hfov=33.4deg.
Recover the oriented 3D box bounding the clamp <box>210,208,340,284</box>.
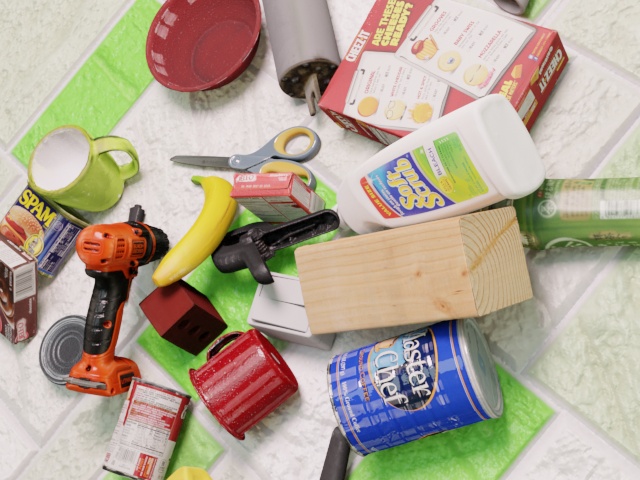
[{"bbox_3d":[-0.058,0.001,1.153,0.120,0.039,0.172,-31,21,-26],"label":"clamp"}]

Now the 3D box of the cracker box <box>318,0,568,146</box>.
[{"bbox_3d":[0.130,-0.169,1.141,0.214,0.072,0.164,25,82,32],"label":"cracker box"}]

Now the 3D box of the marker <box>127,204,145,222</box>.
[{"bbox_3d":[-0.229,0.014,1.270,0.020,0.020,0.121,0,70,26],"label":"marker"}]

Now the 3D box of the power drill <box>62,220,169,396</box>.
[{"bbox_3d":[-0.222,0.071,1.180,0.057,0.184,0.188,7,92,15],"label":"power drill"}]

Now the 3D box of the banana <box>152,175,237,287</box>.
[{"bbox_3d":[-0.131,-0.017,1.189,0.070,0.037,0.197,-20,30,23],"label":"banana"}]

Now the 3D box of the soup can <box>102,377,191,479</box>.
[{"bbox_3d":[-0.186,0.205,1.145,0.069,0.068,0.102,11,75,29],"label":"soup can"}]

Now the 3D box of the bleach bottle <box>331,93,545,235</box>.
[{"bbox_3d":[0.100,-0.054,1.068,0.251,0.067,0.102,-27,92,48],"label":"bleach bottle"}]

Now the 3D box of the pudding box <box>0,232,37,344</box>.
[{"bbox_3d":[-0.379,0.055,1.281,0.090,0.039,0.113,32,126,31],"label":"pudding box"}]

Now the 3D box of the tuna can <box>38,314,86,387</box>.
[{"bbox_3d":[-0.285,0.130,1.242,0.086,0.033,0.086,-9,66,22],"label":"tuna can"}]

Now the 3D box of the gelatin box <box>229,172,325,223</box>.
[{"bbox_3d":[-0.046,-0.046,1.165,0.073,0.089,0.030,0,70,26],"label":"gelatin box"}]

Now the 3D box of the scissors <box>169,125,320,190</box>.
[{"bbox_3d":[-0.082,-0.106,1.250,0.202,0.016,0.096,23,79,31],"label":"scissors"}]

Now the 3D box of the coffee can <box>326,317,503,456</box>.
[{"bbox_3d":[0.090,0.138,1.018,0.140,0.102,0.103,-20,63,18],"label":"coffee can"}]

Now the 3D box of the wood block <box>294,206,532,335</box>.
[{"bbox_3d":[0.084,0.031,1.020,0.207,0.090,0.090,-11,90,44],"label":"wood block"}]

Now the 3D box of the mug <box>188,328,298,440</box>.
[{"bbox_3d":[-0.081,0.139,1.114,0.081,0.093,0.117,-38,41,2],"label":"mug"}]

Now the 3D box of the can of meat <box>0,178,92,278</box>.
[{"bbox_3d":[-0.345,-0.014,1.316,0.102,0.057,0.084,36,91,32],"label":"can of meat"}]

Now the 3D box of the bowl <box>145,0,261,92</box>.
[{"bbox_3d":[-0.132,-0.243,1.305,0.162,0.055,0.162,-9,66,22],"label":"bowl"}]

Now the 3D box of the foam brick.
[{"bbox_3d":[-0.149,0.082,1.171,0.053,0.078,0.051,-42,57,5],"label":"foam brick"}]
